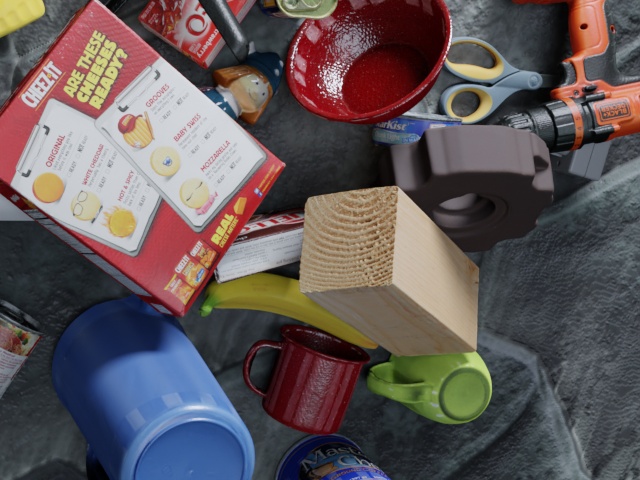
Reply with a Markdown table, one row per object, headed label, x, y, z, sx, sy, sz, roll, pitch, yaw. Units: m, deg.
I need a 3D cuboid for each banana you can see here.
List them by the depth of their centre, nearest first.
| label | x | y | z | sx | sy | sz | roll | pitch | yaw |
| --- | --- | --- | --- | --- | --- | --- | --- | --- | --- |
| banana | -0.033 | 0.065 | 1.031 | 0.197 | 0.069 | 0.037 | 12 | 137 | -26 |

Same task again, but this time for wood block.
| label | x | y | z | sx | sy | sz | roll | pitch | yaw |
| --- | --- | --- | --- | --- | --- | --- | --- | --- | --- |
| wood block | 0.068 | 0.035 | 0.978 | 0.205 | 0.090 | 0.091 | 38 | 51 | -56 |

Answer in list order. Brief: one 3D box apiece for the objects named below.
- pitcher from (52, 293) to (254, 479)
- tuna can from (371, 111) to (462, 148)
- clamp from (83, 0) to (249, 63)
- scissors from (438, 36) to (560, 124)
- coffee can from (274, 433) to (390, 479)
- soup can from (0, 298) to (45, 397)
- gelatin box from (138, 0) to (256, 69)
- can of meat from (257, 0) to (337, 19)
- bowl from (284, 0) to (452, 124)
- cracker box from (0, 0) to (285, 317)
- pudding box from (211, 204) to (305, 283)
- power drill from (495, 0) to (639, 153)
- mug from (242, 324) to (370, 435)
| label | x | y | z | sx | sy | sz | roll | pitch | yaw |
| --- | --- | --- | --- | --- | --- | --- | --- | --- | --- |
| pitcher | -0.147 | 0.156 | 0.914 | 0.145 | 0.243 | 0.149 | -29 | 114 | -13 |
| tuna can | 0.093 | -0.105 | 1.030 | 0.086 | 0.086 | 0.034 | 2 | 100 | -19 |
| clamp | -0.126 | -0.249 | 0.930 | 0.164 | 0.036 | 0.210 | 11 | 82 | 7 |
| scissors | 0.203 | -0.147 | 1.096 | 0.201 | 0.016 | 0.096 | 18 | 95 | -20 |
| coffee can | 0.022 | 0.259 | 1.041 | 0.102 | 0.140 | 0.103 | -3 | 100 | -18 |
| soup can | -0.301 | 0.106 | 0.948 | 0.068 | 0.069 | 0.102 | 33 | 89 | -20 |
| gelatin box | -0.108 | -0.212 | 0.961 | 0.073 | 0.030 | 0.089 | 35 | 88 | 4 |
| can of meat | -0.023 | -0.251 | 0.967 | 0.057 | 0.084 | 0.102 | -1 | 99 | -18 |
| bowl | 0.051 | -0.164 | 0.991 | 0.162 | 0.162 | 0.055 | -47 | 144 | -6 |
| cracker box | -0.159 | -0.063 | 0.884 | 0.213 | 0.072 | 0.164 | 40 | 72 | -22 |
| pudding box | -0.057 | 0.001 | 0.997 | 0.113 | 0.090 | 0.039 | -17 | 105 | -14 |
| power drill | 0.237 | -0.181 | 1.052 | 0.184 | 0.057 | 0.187 | -12 | 86 | -15 |
| mug | -0.019 | 0.133 | 1.035 | 0.117 | 0.093 | 0.081 | 17 | 99 | -15 |
